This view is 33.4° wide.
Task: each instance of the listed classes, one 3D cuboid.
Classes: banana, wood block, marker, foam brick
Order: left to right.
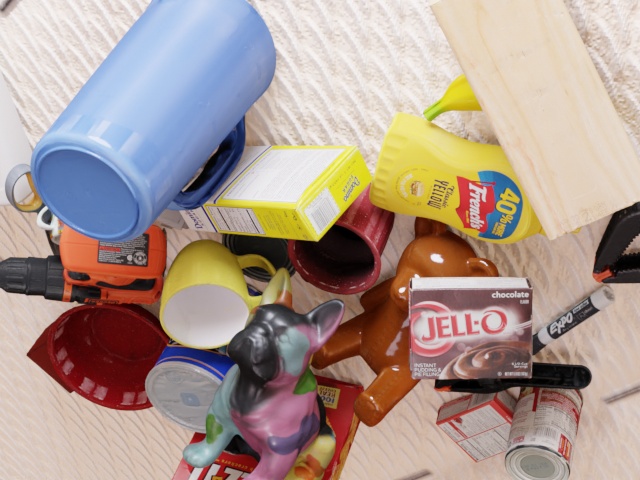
[{"bbox_3d":[-0.315,0.142,1.330,0.051,0.053,0.078,-29,113,38],"label":"foam brick"},{"bbox_3d":[0.172,-0.118,0.835,0.090,0.090,0.206,-26,105,16],"label":"wood block"},{"bbox_3d":[0.191,-0.104,0.916,0.198,0.037,0.070,21,142,5],"label":"banana"},{"bbox_3d":[0.244,0.083,1.063,0.020,0.020,0.121,37,133,-10],"label":"marker"}]

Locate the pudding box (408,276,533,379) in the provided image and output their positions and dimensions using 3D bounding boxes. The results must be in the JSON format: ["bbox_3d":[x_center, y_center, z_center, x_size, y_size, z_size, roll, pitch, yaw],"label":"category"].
[{"bbox_3d":[0.138,0.080,0.983,0.113,0.039,0.090,-2,109,3],"label":"pudding box"}]

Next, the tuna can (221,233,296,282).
[{"bbox_3d":[-0.057,0.001,1.112,0.086,0.033,0.086,12,132,14],"label":"tuna can"}]

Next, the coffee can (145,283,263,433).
[{"bbox_3d":[-0.116,0.125,1.170,0.103,0.140,0.103,12,132,13],"label":"coffee can"}]

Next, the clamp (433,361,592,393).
[{"bbox_3d":[0.190,0.137,1.104,0.120,0.039,0.172,26,156,-22],"label":"clamp"}]

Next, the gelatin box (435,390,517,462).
[{"bbox_3d":[0.184,0.203,1.185,0.073,0.030,0.089,43,132,-17],"label":"gelatin box"}]

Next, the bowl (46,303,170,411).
[{"bbox_3d":[-0.239,0.125,1.271,0.162,0.055,0.162,6,124,9],"label":"bowl"}]

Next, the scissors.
[{"bbox_3d":[-0.289,-0.044,1.174,0.016,0.096,0.201,35,168,17],"label":"scissors"}]

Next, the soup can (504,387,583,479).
[{"bbox_3d":[0.233,0.199,1.110,0.068,0.102,0.068,12,132,13],"label":"soup can"}]

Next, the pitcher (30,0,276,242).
[{"bbox_3d":[-0.137,-0.102,0.914,0.149,0.242,0.145,34,135,-6],"label":"pitcher"}]

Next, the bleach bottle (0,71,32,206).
[{"bbox_3d":[-0.371,-0.155,1.095,0.103,0.068,0.251,4,127,21],"label":"bleach bottle"}]

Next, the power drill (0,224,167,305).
[{"bbox_3d":[-0.244,0.026,1.120,0.184,0.057,0.188,3,167,-19],"label":"power drill"}]

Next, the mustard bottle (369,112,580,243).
[{"bbox_3d":[0.145,-0.045,0.969,0.191,0.058,0.096,19,133,7],"label":"mustard bottle"}]

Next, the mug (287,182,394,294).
[{"bbox_3d":[0.018,-0.001,1.044,0.093,0.081,0.117,34,133,-8],"label":"mug"}]

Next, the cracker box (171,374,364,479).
[{"bbox_3d":[-0.058,0.238,1.191,0.164,0.213,0.072,13,132,13],"label":"cracker box"}]

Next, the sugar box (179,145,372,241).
[{"bbox_3d":[-0.047,-0.046,0.992,0.177,0.093,0.048,3,131,47],"label":"sugar box"}]
